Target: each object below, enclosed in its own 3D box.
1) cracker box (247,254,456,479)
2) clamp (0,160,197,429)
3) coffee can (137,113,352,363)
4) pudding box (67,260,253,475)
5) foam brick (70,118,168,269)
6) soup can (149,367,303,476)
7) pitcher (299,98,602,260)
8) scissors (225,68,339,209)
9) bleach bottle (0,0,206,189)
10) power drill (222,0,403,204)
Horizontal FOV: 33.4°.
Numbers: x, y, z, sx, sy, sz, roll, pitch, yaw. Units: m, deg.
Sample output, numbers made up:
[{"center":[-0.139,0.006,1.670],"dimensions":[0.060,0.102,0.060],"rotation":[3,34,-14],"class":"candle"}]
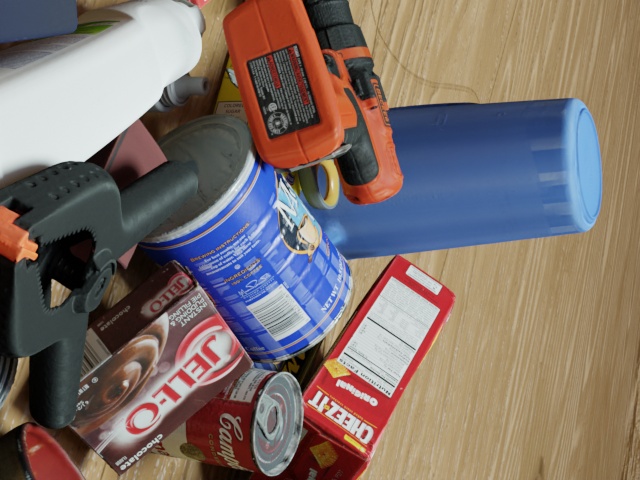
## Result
[{"center":[0.019,0.135,0.860],"dimensions":[0.213,0.072,0.164],"rotation":[-52,174,-50],"class":"cracker box"},{"center":[-0.124,0.024,0.514],"dimensions":[0.164,0.036,0.210],"rotation":[-64,172,-1],"class":"clamp"},{"center":[-0.055,0.001,0.709],"dimensions":[0.140,0.103,0.102],"rotation":[53,46,-39],"class":"coffee can"},{"center":[-0.107,0.079,0.655],"dimensions":[0.113,0.039,0.090],"rotation":[-38,137,-9],"class":"pudding box"},{"center":[-0.133,-0.031,0.628],"dimensions":[0.051,0.053,0.078],"rotation":[56,46,-52],"class":"foam brick"},{"center":[-0.072,0.116,0.718],"dimensions":[0.068,0.102,0.068],"rotation":[-17,108,-63],"class":"soup can"},{"center":[0.108,-0.060,0.905],"dimensions":[0.144,0.243,0.149],"rotation":[12,76,-63],"class":"pitcher"},{"center":[-0.021,-0.069,0.786],"dimensions":[0.201,0.016,0.096],"rotation":[-7,98,-66],"class":"scissors"},{"center":[-0.131,-0.081,0.563],"dimensions":[0.250,0.103,0.068],"rotation":[-45,131,-51],"class":"bleach bottle"},{"center":[-0.002,-0.114,0.723],"dimensions":[0.184,0.057,0.187],"rotation":[72,18,3],"class":"power drill"}]
